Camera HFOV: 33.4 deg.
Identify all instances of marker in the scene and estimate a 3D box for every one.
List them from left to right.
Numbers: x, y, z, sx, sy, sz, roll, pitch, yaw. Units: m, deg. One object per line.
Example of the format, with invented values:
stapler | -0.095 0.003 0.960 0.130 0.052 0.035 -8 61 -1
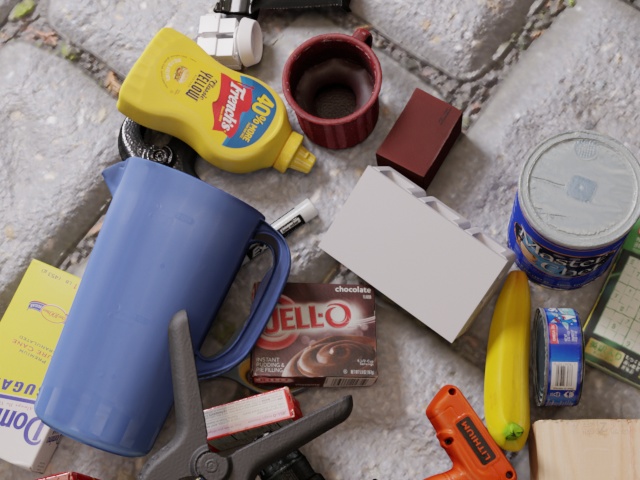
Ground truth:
marker | -0.057 0.001 1.014 0.121 0.020 0.020 -34 73 -5

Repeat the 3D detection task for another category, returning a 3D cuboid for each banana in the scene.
banana | 0.166 0.112 0.920 0.037 0.070 0.197 17 41 -5

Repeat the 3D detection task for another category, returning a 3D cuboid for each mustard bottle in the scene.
mustard bottle | -0.090 -0.119 1.020 0.191 0.058 0.096 30 62 -4

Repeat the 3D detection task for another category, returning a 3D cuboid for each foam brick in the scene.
foam brick | 0.094 -0.094 1.011 0.053 0.051 0.078 30 78 13

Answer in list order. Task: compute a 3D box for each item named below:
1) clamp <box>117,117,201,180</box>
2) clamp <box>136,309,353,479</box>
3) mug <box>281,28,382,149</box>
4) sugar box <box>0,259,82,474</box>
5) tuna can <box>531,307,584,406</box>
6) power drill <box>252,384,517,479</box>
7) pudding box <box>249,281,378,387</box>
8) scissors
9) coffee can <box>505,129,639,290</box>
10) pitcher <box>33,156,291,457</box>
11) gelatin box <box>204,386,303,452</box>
clamp | -0.145 -0.070 1.037 0.120 0.039 0.171 4 72 -10
clamp | -0.094 0.170 0.850 0.164 0.036 0.210 34 77 1
mug | 0.019 -0.148 1.020 0.093 0.081 0.117 22 77 12
sugar box | -0.262 0.116 0.987 0.093 0.048 0.176 21 75 11
tuna can | 0.205 0.101 0.922 0.034 0.086 0.086 1 73 4
power drill | 0.056 0.204 0.907 0.187 0.057 0.184 -33 80 -11
pudding box | -0.006 0.085 0.959 0.113 0.039 0.090 2 66 -7
scissors | -0.102 0.100 0.990 0.202 0.016 0.096 5 72 7
coffee can | 0.218 -0.023 0.930 0.103 0.140 0.103 -2 73 5
pitcher | -0.143 0.062 0.927 0.149 0.144 0.243 16 81 48
gelatin box | -0.063 0.157 0.939 0.089 0.073 0.030 -16 72 1
